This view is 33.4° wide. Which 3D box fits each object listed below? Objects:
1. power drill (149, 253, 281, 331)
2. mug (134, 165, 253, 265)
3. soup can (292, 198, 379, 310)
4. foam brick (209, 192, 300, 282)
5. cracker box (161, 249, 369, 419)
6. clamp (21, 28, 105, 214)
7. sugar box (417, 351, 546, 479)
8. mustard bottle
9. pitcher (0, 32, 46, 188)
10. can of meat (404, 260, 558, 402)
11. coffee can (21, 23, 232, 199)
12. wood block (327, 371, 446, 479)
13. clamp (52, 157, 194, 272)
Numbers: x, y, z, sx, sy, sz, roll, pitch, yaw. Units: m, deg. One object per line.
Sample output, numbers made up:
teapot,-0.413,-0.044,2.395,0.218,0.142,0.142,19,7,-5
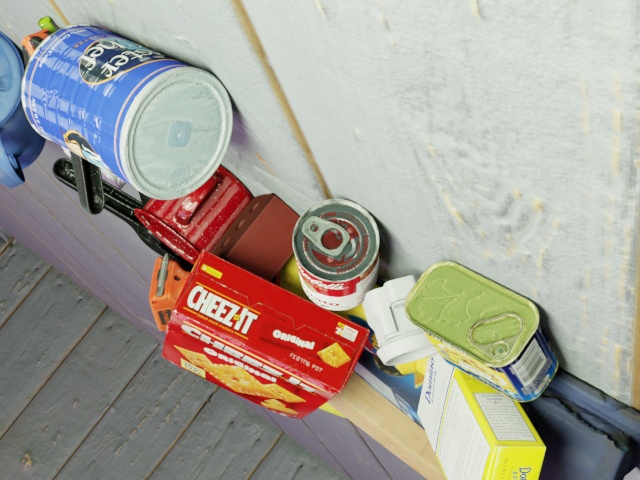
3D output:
power drill,-0.087,0.072,1.177,0.187,0.057,0.184,3,151,2
mug,-0.118,-0.033,1.023,0.093,0.081,0.117,37,167,4
soup can,0.014,0.014,0.875,0.068,0.068,0.102,35,167,12
foam brick,-0.056,0.001,0.991,0.051,0.078,0.053,42,164,-16
cracker box,-0.061,0.098,1.008,0.164,0.072,0.214,26,162,-3
clamp,-0.216,-0.106,0.964,0.120,0.039,0.171,-37,89,32
sugar box,0.125,0.152,0.859,0.048,0.093,0.176,4,-156,-9
mustard bottle,0.052,0.075,0.997,0.192,0.058,0.096,29,159,31
pitcher,-0.387,-0.144,1.242,0.145,0.149,0.243,19,170,-1
can of meat,0.124,0.071,0.806,0.102,0.057,0.084,28,166,36
coffee can,-0.152,-0.103,0.835,0.140,0.102,0.102,28,163,38
wood block,0.083,0.177,1.188,0.206,0.090,0.090,37,167,4
clamp,-0.172,-0.020,1.142,0.165,0.036,0.209,4,147,50
